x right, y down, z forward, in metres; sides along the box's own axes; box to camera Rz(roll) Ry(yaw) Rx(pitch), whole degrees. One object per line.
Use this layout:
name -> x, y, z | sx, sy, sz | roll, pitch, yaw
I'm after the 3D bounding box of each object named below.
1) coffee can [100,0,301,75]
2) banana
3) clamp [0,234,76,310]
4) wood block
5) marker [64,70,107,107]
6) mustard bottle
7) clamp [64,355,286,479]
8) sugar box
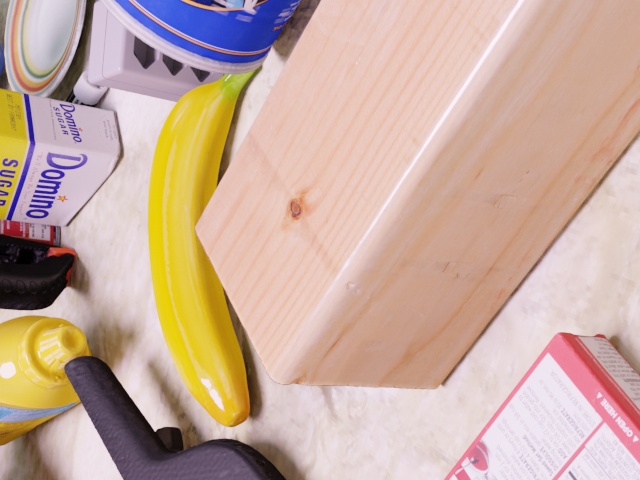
coffee can -> -0.036, -0.165, 0.507 | 0.140, 0.102, 0.103 | -52, 47, 33
banana -> -0.065, 0.000, 0.568 | 0.070, 0.037, 0.198 | -15, 72, 51
clamp -> -0.229, 0.016, 0.665 | 0.120, 0.171, 0.039 | 33, 105, 19
wood block -> 0.047, -0.049, 0.390 | 0.206, 0.090, 0.091 | -57, 45, 29
marker -> -0.183, -0.074, 0.749 | 0.121, 0.020, 0.020 | -45, 51, 39
mustard bottle -> -0.198, 0.090, 0.675 | 0.192, 0.096, 0.058 | -29, 60, 46
clamp -> -0.082, 0.151, 0.523 | 0.210, 0.036, 0.164 | 8, 74, 39
sugar box -> -0.224, -0.056, 0.670 | 0.093, 0.175, 0.048 | -41, 51, 41
